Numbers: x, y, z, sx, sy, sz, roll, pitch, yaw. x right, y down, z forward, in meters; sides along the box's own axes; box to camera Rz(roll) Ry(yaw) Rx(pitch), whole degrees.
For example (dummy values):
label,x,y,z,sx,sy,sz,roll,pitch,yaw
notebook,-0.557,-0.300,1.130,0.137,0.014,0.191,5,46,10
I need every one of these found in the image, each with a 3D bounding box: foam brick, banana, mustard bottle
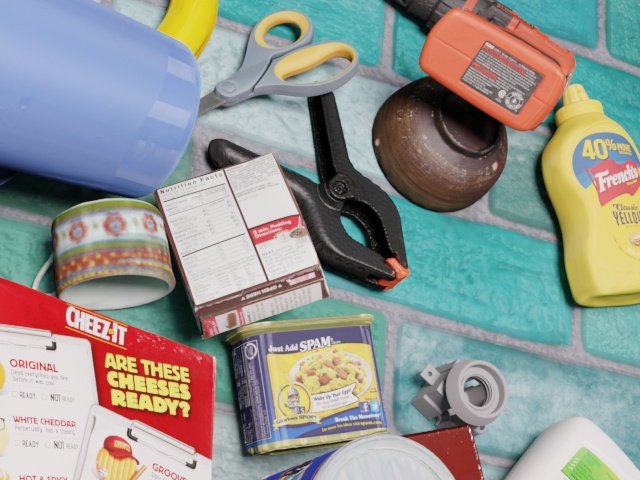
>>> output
label,x,y,z,sx,sy,sz,roll,pitch,yaw
foam brick,0.066,0.161,0.741,0.078,0.053,0.051,-4,72,-28
banana,-0.123,-0.144,0.783,0.069,0.037,0.197,22,59,5
mustard bottle,0.235,-0.042,0.899,0.096,0.058,0.191,-2,71,-27

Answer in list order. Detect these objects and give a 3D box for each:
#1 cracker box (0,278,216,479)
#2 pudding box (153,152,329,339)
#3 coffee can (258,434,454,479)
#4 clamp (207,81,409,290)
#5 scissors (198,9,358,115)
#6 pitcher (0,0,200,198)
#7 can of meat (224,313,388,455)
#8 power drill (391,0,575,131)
label,x,y,z,sx,sy,sz,roll,pitch,yaw
cracker box,-0.141,0.142,0.561,0.164,0.072,0.213,26,45,-33
pudding box,-0.055,0.001,0.716,0.090,0.039,0.113,-19,51,-7
coffee can,0.012,0.182,0.654,0.102,0.141,0.103,9,67,-22
clamp,-0.003,-0.032,0.793,0.120,0.039,0.171,-26,76,-25
scissors,-0.070,-0.127,0.807,0.201,0.016,0.096,-16,56,-16
pitcher,-0.203,-0.097,0.634,0.242,0.149,0.145,17,68,-35
can of meat,-0.008,0.099,0.728,0.101,0.058,0.084,-3,74,-26
power drill,0.122,-0.160,0.841,0.184,0.057,0.187,29,23,-3
